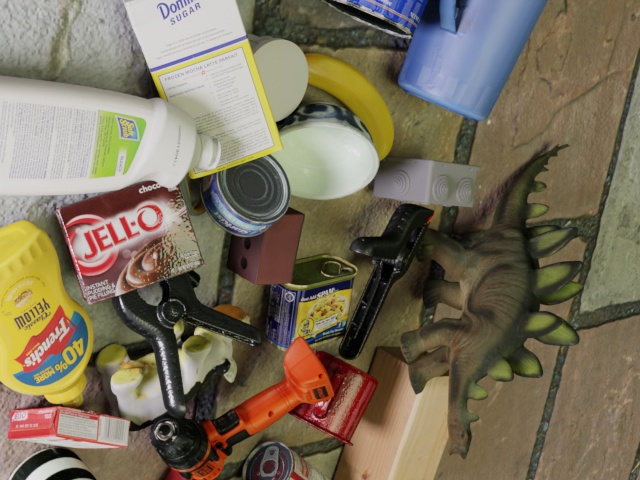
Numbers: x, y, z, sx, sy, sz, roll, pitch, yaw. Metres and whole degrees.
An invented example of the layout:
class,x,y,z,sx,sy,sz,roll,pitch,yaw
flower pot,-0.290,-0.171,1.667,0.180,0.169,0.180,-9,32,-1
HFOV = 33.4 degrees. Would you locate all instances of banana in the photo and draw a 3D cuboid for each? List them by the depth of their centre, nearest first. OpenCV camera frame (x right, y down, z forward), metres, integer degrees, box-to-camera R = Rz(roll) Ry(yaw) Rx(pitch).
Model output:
class,x,y,z,sx,sy,sz,roll,pitch,yaw
banana,0.032,-0.142,1.129,0.069,0.037,0.197,-51,135,-14

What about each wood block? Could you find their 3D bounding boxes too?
class,x,y,z,sx,sy,sz,roll,pitch,yaw
wood block,0.098,0.246,1.342,0.090,0.091,0.206,8,105,-44

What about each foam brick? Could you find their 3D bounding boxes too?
class,x,y,z,sx,sy,sz,roll,pitch,yaw
foam brick,-0.057,0.001,1.106,0.051,0.053,0.078,-4,111,-42

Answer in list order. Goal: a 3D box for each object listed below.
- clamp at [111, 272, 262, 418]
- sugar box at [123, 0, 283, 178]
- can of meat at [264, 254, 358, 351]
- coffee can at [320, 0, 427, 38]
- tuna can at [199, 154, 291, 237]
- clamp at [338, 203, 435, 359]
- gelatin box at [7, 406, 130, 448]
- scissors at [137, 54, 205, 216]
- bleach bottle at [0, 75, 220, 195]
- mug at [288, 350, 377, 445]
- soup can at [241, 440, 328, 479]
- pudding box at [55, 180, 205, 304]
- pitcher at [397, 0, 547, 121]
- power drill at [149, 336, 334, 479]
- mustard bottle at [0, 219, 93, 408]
class,x,y,z,sx,sy,sz,roll,pitch,yaw
clamp,-0.147,0.080,1.010,0.171,0.039,0.120,43,57,-10
sugar box,-0.103,-0.150,0.954,0.093,0.048,0.176,-19,117,-4
can of meat,-0.012,0.069,1.179,0.101,0.058,0.084,-12,119,-39
coffee can,0.071,-0.284,1.048,0.102,0.103,0.140,17,98,-46
tuna can,-0.072,-0.049,1.034,0.086,0.034,0.086,14,62,-29
clamp,0.077,0.013,1.193,0.209,0.036,0.165,-53,156,-39
gelatin box,-0.237,0.177,1.008,0.089,0.073,0.030,22,65,-45
scissors,-0.156,-0.093,0.987,0.096,0.016,0.201,-49,135,-31
bleach bottle,-0.203,-0.077,0.886,0.250,0.068,0.102,4,106,-31
mug,0.013,0.178,1.224,0.081,0.093,0.117,-62,167,-7
soup can,-0.037,0.286,1.253,0.068,0.069,0.102,-53,136,-10
pudding box,-0.172,-0.003,0.964,0.113,0.039,0.090,-19,100,-15
pitcher,0.171,-0.258,1.137,0.149,0.145,0.243,19,100,-20
power drill,-0.081,0.175,1.099,0.187,0.057,0.184,-32,160,-6
mustard bottle,-0.256,0.081,0.956,0.096,0.058,0.191,-39,132,-26
